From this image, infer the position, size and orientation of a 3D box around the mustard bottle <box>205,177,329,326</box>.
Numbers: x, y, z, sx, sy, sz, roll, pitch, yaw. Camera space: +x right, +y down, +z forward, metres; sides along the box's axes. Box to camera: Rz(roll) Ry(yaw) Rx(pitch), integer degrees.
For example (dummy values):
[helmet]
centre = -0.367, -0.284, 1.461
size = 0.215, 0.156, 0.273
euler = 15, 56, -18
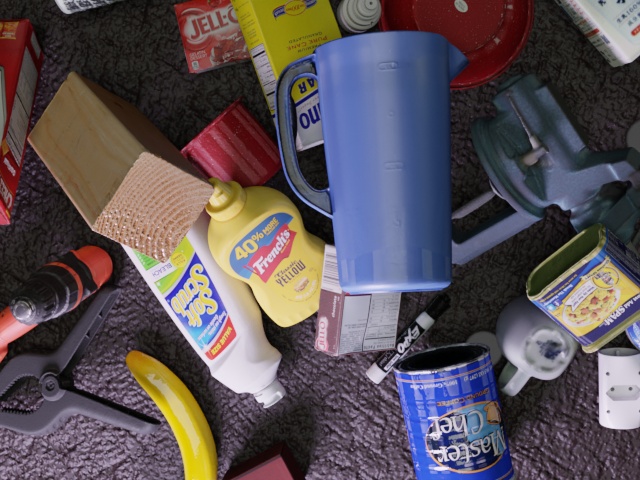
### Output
[mustard bottle]
centre = -0.057, 0.002, 1.072
size = 0.096, 0.058, 0.191
euler = -40, 130, 1

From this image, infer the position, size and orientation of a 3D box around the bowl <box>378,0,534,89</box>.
[bowl]
centre = 0.138, -0.235, 1.081
size = 0.162, 0.055, 0.162
euler = 0, 97, 4

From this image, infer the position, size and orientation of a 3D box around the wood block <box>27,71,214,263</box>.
[wood block]
centre = -0.199, -0.076, 1.045
size = 0.090, 0.206, 0.090
euler = 28, 100, -40

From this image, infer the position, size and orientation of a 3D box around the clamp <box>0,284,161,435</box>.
[clamp]
centre = -0.276, 0.163, 1.155
size = 0.210, 0.036, 0.164
euler = -27, 78, 12

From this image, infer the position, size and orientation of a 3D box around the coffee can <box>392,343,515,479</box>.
[coffee can]
centre = 0.139, 0.187, 1.106
size = 0.103, 0.103, 0.140
euler = -12, 96, 5

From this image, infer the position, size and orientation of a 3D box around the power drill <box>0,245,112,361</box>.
[power drill]
centre = -0.314, 0.082, 1.098
size = 0.188, 0.184, 0.057
euler = -33, 93, 17

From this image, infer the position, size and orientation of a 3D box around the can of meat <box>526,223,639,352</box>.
[can of meat]
centre = 0.259, 0.044, 1.012
size = 0.084, 0.057, 0.102
euler = 39, 120, -13

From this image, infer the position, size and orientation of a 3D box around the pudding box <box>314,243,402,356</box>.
[pudding box]
centre = 0.042, 0.060, 1.107
size = 0.039, 0.089, 0.113
euler = 16, 102, 45

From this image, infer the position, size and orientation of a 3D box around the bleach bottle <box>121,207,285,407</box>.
[bleach bottle]
centre = -0.111, 0.063, 1.127
size = 0.103, 0.068, 0.251
euler = -31, 95, 25

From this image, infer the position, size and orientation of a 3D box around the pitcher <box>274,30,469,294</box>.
[pitcher]
centre = 0.054, -0.071, 1.021
size = 0.149, 0.144, 0.243
euler = -6, 86, 43

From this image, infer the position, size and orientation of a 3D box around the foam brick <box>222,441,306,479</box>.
[foam brick]
centre = -0.061, 0.262, 1.156
size = 0.078, 0.053, 0.051
euler = -29, 94, 8

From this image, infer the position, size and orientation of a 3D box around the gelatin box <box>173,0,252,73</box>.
[gelatin box]
centre = -0.101, -0.220, 1.113
size = 0.089, 0.030, 0.073
euler = -12, 95, 5

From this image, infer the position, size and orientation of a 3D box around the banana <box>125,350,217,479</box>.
[banana]
centre = -0.155, 0.209, 1.164
size = 0.069, 0.037, 0.198
euler = -15, 95, 6

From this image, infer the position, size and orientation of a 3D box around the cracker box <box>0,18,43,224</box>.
[cracker box]
centre = -0.380, -0.121, 1.075
size = 0.164, 0.072, 0.213
euler = 0, 61, 4

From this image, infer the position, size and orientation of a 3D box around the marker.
[marker]
centre = 0.095, 0.104, 1.142
size = 0.020, 0.020, 0.121
euler = 42, 98, -1

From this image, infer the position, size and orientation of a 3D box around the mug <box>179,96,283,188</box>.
[mug]
centre = -0.095, -0.080, 1.093
size = 0.081, 0.093, 0.117
euler = 48, 58, -7

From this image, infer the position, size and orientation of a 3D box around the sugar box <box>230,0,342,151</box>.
[sugar box]
centre = -0.020, -0.185, 1.084
size = 0.093, 0.048, 0.176
euler = -24, 94, -29
